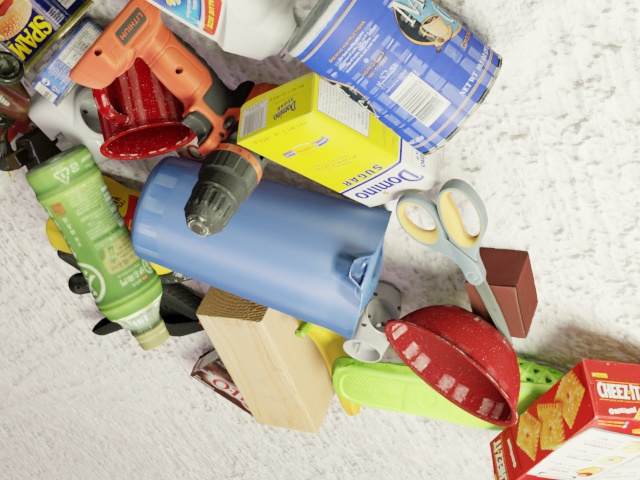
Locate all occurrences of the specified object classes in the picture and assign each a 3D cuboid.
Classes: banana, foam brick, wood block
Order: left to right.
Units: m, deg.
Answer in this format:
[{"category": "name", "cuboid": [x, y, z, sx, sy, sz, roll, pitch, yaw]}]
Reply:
[{"category": "wood block", "cuboid": [-0.056, 0.125, 1.255, 0.090, 0.090, 0.206, 4, 138, 28]}, {"category": "banana", "cuboid": [0.010, 0.130, 1.241, 0.037, 0.069, 0.197, 3, 145, 28]}, {"category": "foam brick", "cuboid": [0.181, 0.052, 1.062, 0.053, 0.051, 0.078, 6, 138, 26]}]

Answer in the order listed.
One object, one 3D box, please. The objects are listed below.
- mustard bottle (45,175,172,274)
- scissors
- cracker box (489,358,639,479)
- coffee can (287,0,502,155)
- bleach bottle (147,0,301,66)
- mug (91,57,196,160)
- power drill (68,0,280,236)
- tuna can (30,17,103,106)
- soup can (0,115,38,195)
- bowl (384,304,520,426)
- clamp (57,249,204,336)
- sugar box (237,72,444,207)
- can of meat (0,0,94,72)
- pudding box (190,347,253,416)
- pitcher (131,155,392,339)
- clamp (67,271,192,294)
[{"category": "mustard bottle", "cuboid": [-0.197, -0.011, 1.172, 0.192, 0.096, 0.058, 16, 144, 13]}, {"category": "scissors", "cuboid": [0.127, 0.023, 1.010, 0.096, 0.016, 0.202, 8, 134, 27]}, {"category": "cracker box", "cuboid": [0.296, 0.202, 1.112, 0.164, 0.072, 0.214, 7, 146, -17]}, {"category": "coffee can", "cuboid": [0.059, -0.150, 0.854, 0.140, 0.102, 0.103, 36, 142, -12]}, {"category": "bleach bottle", "cuboid": [-0.112, -0.232, 0.894, 0.250, 0.068, 0.103, 33, 145, -11]}, {"category": "mug", "cuboid": [-0.175, -0.131, 0.997, 0.093, 0.081, 0.117, -19, 168, 24]}, {"category": "power drill", "cuboid": [-0.124, -0.114, 0.937, 0.187, 0.184, 0.057, 40, 136, -17]}, {"category": "tuna can", "cuboid": [-0.238, -0.171, 1.019, 0.033, 0.086, 0.086, 39, 141, -14]}, {"category": "soup can", "cuboid": [-0.359, -0.093, 1.168, 0.068, 0.102, 0.068, 17, 142, 13]}, {"category": "bowl", "cuboid": [0.143, 0.114, 1.069, 0.162, 0.055, 0.162, 36, 162, 13]}, {"category": "clamp", "cuboid": [-0.224, 0.084, 1.350, 0.210, 0.036, 0.164, 14, 141, 15]}, {"category": "sugar box", "cuboid": [0.021, -0.084, 0.947, 0.094, 0.048, 0.176, -17, 149, 42]}, {"category": "can of meat", "cuboid": [-0.277, -0.221, 1.009, 0.084, 0.057, 0.102, 44, 139, -17]}, {"category": "pudding box", "cuboid": [-0.100, 0.180, 1.387, 0.113, 0.039, 0.090, 37, 142, -14]}, {"category": "pitcher", "cuboid": [-0.057, 0.001, 1.069, 0.243, 0.145, 0.149, 18, 135, 4]}, {"category": "clamp", "cuboid": [-0.194, 0.026, 1.237, 0.171, 0.120, 0.039, -4, 114, 9]}]
